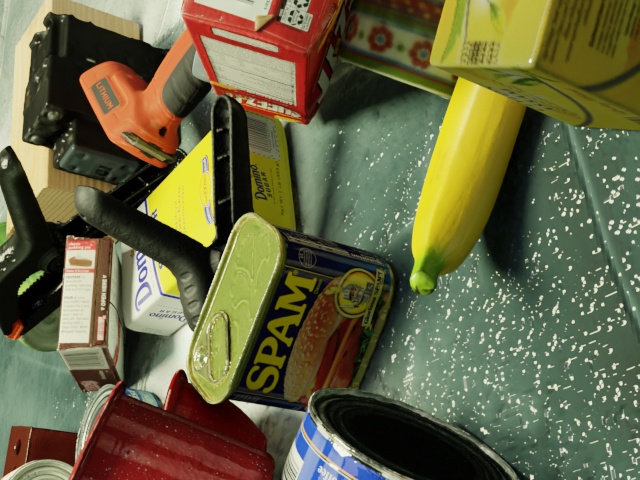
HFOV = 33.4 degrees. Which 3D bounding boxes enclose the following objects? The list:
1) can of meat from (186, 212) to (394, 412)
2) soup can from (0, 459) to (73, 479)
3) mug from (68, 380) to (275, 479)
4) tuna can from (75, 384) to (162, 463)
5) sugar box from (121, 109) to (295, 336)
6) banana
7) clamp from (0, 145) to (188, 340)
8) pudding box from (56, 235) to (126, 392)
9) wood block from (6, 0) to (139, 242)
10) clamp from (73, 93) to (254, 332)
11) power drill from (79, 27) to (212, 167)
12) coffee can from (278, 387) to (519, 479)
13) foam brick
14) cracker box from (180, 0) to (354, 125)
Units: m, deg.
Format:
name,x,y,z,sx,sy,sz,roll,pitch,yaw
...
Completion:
name,x,y,z,sx,sy,sz,roll,pitch,yaw
can of meat,-0.015,0.045,0.593,0.058,0.083,0.102,35,106,55
soup can,-0.213,0.200,0.784,0.102,0.068,0.068,-34,50,57
mug,-0.076,0.132,0.489,0.093,0.081,0.117,-74,6,-71
tuna can,-0.149,0.152,0.793,0.086,0.033,0.086,-28,55,48
sugar box,-0.086,-0.009,0.754,0.177,0.048,0.093,-37,49,42
banana,0.084,-0.064,0.520,0.070,0.037,0.198,162,126,-84
clamp,-0.198,0.000,0.835,0.036,0.164,0.210,55,133,26
pudding box,-0.171,0.059,0.815,0.113,0.039,0.090,101,168,-66
wood block,-0.216,-0.101,0.943,0.090,0.090,0.206,-39,47,43
clamp,-0.054,0.001,0.639,0.120,0.171,0.039,-44,23,-20
power drill,-0.097,-0.161,0.786,0.188,0.057,0.184,-48,44,15
coffee can,0.017,0.153,0.486,0.103,0.102,0.140,36,107,55
foam brick,-0.229,0.195,0.878,0.053,0.051,0.078,-13,67,54
cracker box,-0.009,-0.163,0.589,0.214,0.072,0.164,100,-171,-87
